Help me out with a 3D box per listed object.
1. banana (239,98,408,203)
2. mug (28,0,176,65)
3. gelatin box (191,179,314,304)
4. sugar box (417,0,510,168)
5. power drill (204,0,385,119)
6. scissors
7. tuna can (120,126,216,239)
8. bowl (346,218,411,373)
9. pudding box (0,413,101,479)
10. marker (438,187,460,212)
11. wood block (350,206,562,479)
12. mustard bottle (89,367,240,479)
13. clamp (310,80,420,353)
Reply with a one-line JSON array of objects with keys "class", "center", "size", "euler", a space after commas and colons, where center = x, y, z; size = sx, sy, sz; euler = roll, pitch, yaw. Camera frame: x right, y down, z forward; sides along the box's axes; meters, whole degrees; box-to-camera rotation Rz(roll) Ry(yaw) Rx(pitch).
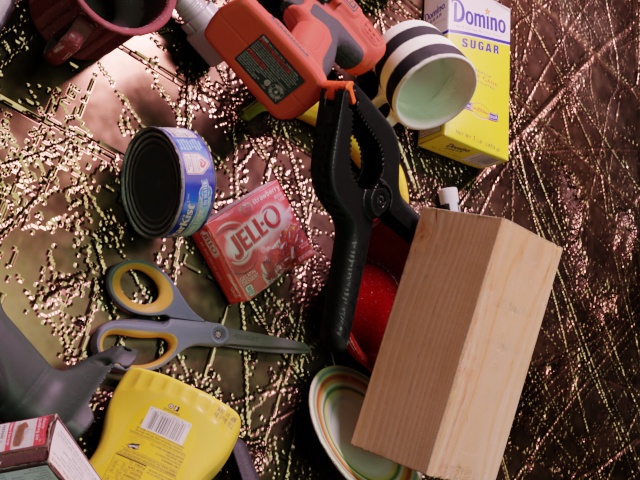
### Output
[{"class": "banana", "center": [0.014, -0.097, 0.970], "size": [0.197, 0.037, 0.069], "euler": [28, 81, -29]}, {"class": "mug", "center": [-0.173, -0.177, 0.806], "size": [0.093, 0.082, 0.117], "euler": [37, 59, -26]}, {"class": "gelatin box", "center": [-0.056, 0.001, 0.891], "size": [0.089, 0.030, 0.073], "euler": [-34, 101, -39]}, {"class": "sugar box", "center": [0.149, -0.169, 1.087], "size": [0.093, 0.048, 0.176], "euler": [16, 71, -35]}, {"class": "power drill", "center": [-0.029, -0.196, 0.908], "size": [0.184, 0.057, 0.187], "euler": [46, 34, -11]}, {"class": "scissors", "center": [-0.094, 0.058, 0.857], "size": [0.201, 0.016, 0.096], "euler": [-6, 83, -40]}, {"class": "tuna can", "center": [-0.117, -0.044, 0.818], "size": [0.033, 0.086, 0.086], "euler": [-3, 81, -41]}, {"class": "bowl", "center": [0.061, 0.055, 0.955], "size": [0.161, 0.055, 0.162], "euler": [10, 73, -37]}, {"class": "pudding box", "center": [-0.189, 0.162, 0.676], "size": [0.113, 0.090, 0.039], "euler": [72, 9, -46]}, {"class": "marker", "center": [0.134, 0.008, 1.050], "size": [0.020, 0.020, 0.121], "euler": [-3, 81, -39]}, {"class": "wood block", "center": [0.113, 0.087, 0.877], "size": [0.090, 0.091, 0.206], "euler": [22, 83, -41]}, {"class": "mustard bottle", "center": [-0.136, 0.191, 0.752], "size": [0.096, 0.058, 0.191], "euler": [24, 61, 3]}, {"class": "clamp", "center": [0.031, -0.024, 0.859], "size": [0.164, 0.036, 0.210], "euler": [-44, 127, -36]}]
